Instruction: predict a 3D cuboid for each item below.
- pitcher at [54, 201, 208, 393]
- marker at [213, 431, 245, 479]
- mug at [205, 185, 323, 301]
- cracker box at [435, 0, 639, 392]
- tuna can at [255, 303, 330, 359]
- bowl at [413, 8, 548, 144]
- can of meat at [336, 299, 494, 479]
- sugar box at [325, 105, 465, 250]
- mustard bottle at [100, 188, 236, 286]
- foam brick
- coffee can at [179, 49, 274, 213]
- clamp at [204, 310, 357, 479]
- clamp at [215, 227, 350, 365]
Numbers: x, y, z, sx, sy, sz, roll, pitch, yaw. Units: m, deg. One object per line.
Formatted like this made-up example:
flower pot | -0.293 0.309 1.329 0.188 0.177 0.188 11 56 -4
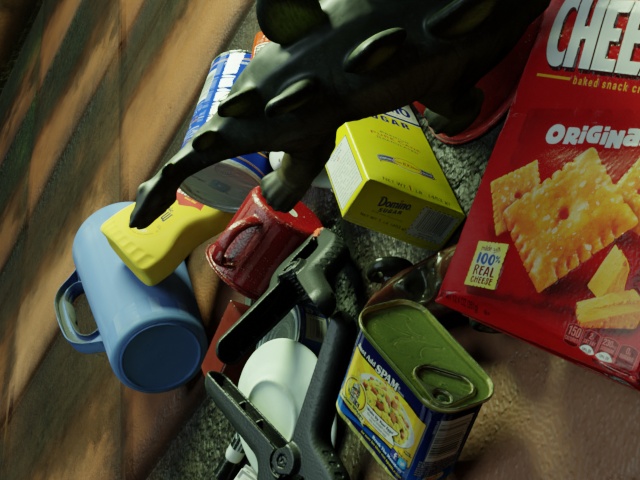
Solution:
pitcher | -0.217 0.072 1.245 0.149 0.144 0.243 -69 27 23
marker | -0.070 0.182 1.012 0.121 0.020 0.020 -61 27 20
mug | -0.057 0.001 1.007 0.093 0.117 0.082 46 113 28
cracker box | 0.171 -0.035 0.603 0.164 0.072 0.214 23 94 55
tuna can | -0.026 0.096 0.966 0.086 0.033 0.086 -42 38 45
bowl | 0.110 -0.161 0.850 0.162 0.055 0.162 -43 37 44
can of meat | 0.060 0.105 0.724 0.102 0.057 0.084 48 136 37
sugar box | 0.048 -0.070 0.867 0.048 0.093 0.176 -55 31 29
mustard bottle | -0.142 -0.038 1.183 0.191 0.058 0.096 -39 52 -14
foam brick | -0.073 0.108 1.031 0.078 0.053 0.051 -65 26 9
coffee can | -0.087 -0.114 1.127 0.103 0.102 0.140 -28 40 55
clamp | -0.013 0.167 0.847 0.165 0.036 0.210 -35 58 32
clamp | -0.011 0.035 0.903 0.120 0.039 0.171 -19 24 36
